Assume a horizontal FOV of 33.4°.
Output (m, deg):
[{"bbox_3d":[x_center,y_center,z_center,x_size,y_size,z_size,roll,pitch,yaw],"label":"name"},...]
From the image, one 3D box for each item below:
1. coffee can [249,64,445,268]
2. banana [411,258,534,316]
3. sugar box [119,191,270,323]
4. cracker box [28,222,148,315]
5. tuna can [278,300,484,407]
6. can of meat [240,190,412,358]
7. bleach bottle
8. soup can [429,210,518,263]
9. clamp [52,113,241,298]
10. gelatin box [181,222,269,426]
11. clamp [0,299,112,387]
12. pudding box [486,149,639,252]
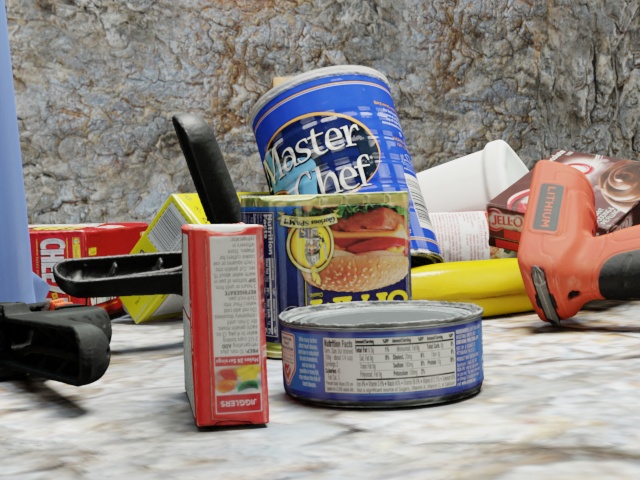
[{"bbox_3d":[0.017,-0.033,0.731,0.102,0.140,0.103,-14,-20,-5],"label":"coffee can"},{"bbox_3d":[0.102,0.030,0.708,0.197,0.037,0.070,-3,4,-25],"label":"banana"},{"bbox_3d":[-0.060,0.008,0.786,0.175,0.048,0.093,-8,-36,-54],"label":"sugar box"},{"bbox_3d":[-0.251,0.025,0.794,0.214,0.072,0.164,-1,3,7],"label":"cracker box"},{"bbox_3d":[0.026,0.046,0.448,0.086,0.034,0.086,-2,2,0],"label":"tuna can"},{"bbox_3d":[0.005,0.016,0.588,0.101,0.084,0.058,-4,3,-38],"label":"can of meat"},{"bbox_3d":[0.057,-0.008,0.911,0.251,0.068,0.102,-15,-31,26],"label":"bleach bottle"},{"bbox_3d":[0.098,0.012,0.800,0.102,0.068,0.068,-2,2,1],"label":"soup can"},{"bbox_3d":[-0.054,0.001,0.613,0.171,0.120,0.039,21,25,-40],"label":"clamp"},{"bbox_3d":[-0.039,0.030,0.426,0.030,0.073,0.089,-2,1,-9],"label":"gelatin box"},{"bbox_3d":[-0.169,0.049,0.518,0.164,0.036,0.210,-2,0,-1],"label":"clamp"},{"bbox_3d":[0.181,-0.024,0.744,0.090,0.039,0.113,15,31,35],"label":"pudding box"}]
